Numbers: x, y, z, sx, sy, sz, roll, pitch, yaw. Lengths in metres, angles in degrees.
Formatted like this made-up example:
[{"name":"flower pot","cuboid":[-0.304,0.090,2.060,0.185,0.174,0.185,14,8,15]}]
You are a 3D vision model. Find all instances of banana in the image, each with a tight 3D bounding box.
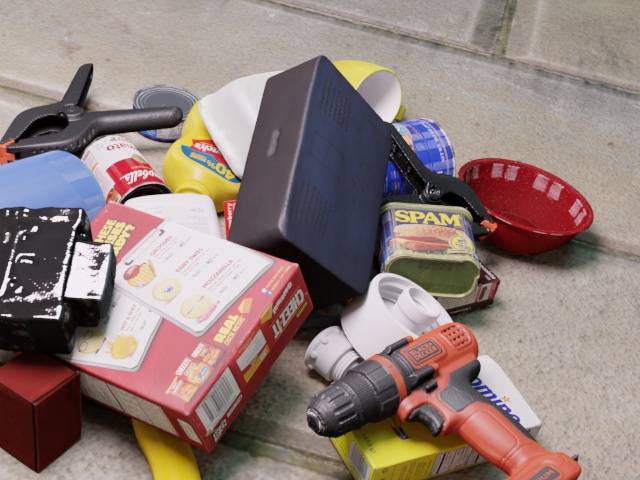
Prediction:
[{"name":"banana","cuboid":[-0.126,0.203,0.842,0.069,0.037,0.198,7,36,-6]}]

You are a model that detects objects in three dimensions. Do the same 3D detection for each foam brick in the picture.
[{"name":"foam brick","cuboid":[-0.231,0.136,0.871,0.051,0.078,0.052,25,38,23]}]

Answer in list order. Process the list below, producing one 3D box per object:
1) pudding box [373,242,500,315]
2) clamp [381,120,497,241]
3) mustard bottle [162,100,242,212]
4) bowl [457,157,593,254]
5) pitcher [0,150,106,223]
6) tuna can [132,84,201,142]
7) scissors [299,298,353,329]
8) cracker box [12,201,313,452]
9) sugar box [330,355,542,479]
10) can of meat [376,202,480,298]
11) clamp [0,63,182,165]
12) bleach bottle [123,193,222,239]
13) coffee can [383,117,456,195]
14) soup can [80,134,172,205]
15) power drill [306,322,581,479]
[{"name":"pudding box","cuboid":[0.121,0.032,1.136,0.089,0.039,0.114,-12,42,-29]},{"name":"clamp","cuboid":[0.105,-0.040,1.138,0.171,0.039,0.120,34,66,-3]},{"name":"mustard bottle","cuboid":[-0.127,-0.083,1.205,0.096,0.058,0.191,31,35,-10]},{"name":"bowl","cuboid":[0.228,-0.032,1.229,0.162,0.055,0.162,11,32,-7]},{"name":"pitcher","cuboid":[-0.313,0.005,0.992,0.145,0.149,0.242,-15,10,44]},{"name":"tuna can","cuboid":[-0.189,-0.157,1.313,0.086,0.034,0.086,7,36,-5]},{"name":"scissors","cuboid":[-0.023,0.090,1.040,0.096,0.016,0.201,14,36,4]},{"name":"cracker box","cuboid":[-0.140,0.068,0.917,0.214,0.072,0.164,17,56,29]},{"name":"sugar box","cuboid":[0.099,0.161,0.950,0.176,0.048,0.093,-12,45,-25]},{"name":"can of meat","cuboid":[0.107,0.011,1.079,0.102,0.057,0.084,4,38,-5]},{"name":"clamp","cuboid":[-0.287,-0.141,1.226,0.165,0.036,0.209,33,46,33]},{"name":"bleach bottle","cuboid":[-0.134,0.057,1.017,0.102,0.068,0.251,-5,42,-9]},{"name":"coffee can","cuboid":[0.068,-0.080,1.218,0.140,0.103,0.103,-13,43,-30]},{"name":"soup can","cuboid":[-0.210,-0.060,1.149,0.068,0.068,0.102,-14,43,-30]},{"name":"power drill","cuboid":[0.104,0.160,0.873,0.184,0.057,0.188,-23,58,-35]}]
